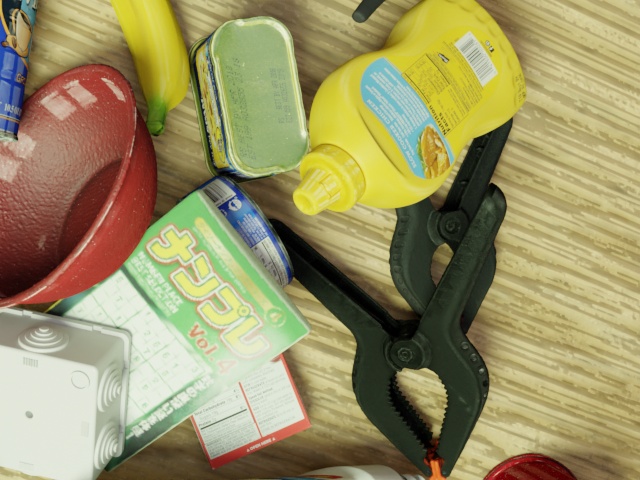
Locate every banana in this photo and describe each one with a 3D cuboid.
[{"bbox_3d":[-0.124,-0.165,0.671,0.037,0.069,0.198,-21,98,9],"label":"banana"}]

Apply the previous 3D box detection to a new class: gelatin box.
[{"bbox_3d":[-0.057,0.097,0.716,0.073,0.030,0.089,-23,97,-10],"label":"gelatin box"}]

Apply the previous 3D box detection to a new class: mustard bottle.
[{"bbox_3d":[0.048,-0.076,0.663,0.191,0.058,0.096,-43,104,-34],"label":"mustard bottle"}]

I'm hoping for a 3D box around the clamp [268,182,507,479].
[{"bbox_3d":[0.050,0.065,0.719,0.165,0.036,0.210,-1,110,19],"label":"clamp"}]

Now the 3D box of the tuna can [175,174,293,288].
[{"bbox_3d":[-0.054,0.001,0.684,0.033,0.086,0.086,-35,100,-15],"label":"tuna can"}]

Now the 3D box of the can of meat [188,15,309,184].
[{"bbox_3d":[-0.046,-0.088,0.684,0.057,0.084,0.102,-11,94,-14],"label":"can of meat"}]

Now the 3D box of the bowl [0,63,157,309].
[{"bbox_3d":[-0.150,-0.024,0.644,0.055,0.162,0.162,33,83,-42],"label":"bowl"}]

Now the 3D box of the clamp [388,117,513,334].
[{"bbox_3d":[0.074,-0.016,0.738,0.120,0.039,0.171,3,89,-13],"label":"clamp"}]
